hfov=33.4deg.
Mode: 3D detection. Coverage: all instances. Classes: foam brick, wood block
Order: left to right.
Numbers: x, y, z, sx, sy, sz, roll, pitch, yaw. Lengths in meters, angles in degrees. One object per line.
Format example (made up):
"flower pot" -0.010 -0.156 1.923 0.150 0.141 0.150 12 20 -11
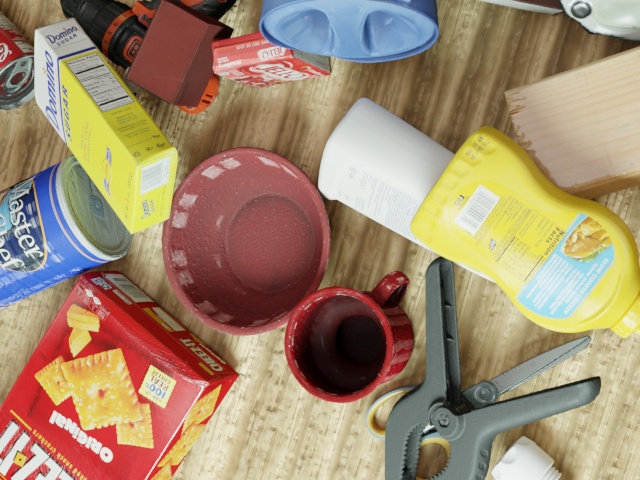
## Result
"foam brick" -0.120 -0.159 0.909 0.051 0.053 0.078 31 103 15
"wood block" 0.254 -0.095 0.792 0.206 0.090 0.091 -16 82 21

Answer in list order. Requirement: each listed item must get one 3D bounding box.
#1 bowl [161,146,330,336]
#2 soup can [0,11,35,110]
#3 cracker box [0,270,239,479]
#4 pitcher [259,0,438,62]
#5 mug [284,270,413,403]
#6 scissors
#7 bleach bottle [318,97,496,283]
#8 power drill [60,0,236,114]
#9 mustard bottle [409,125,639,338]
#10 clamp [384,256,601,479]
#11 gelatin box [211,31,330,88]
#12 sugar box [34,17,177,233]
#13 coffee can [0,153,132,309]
"bowl" -0.056 0.001 0.931 0.162 0.055 0.162 -1 89 24
"soup can" -0.321 -0.185 1.037 0.102 0.068 0.068 47 105 17
"cracker box" -0.200 0.159 0.979 0.164 0.072 0.214 38 103 19
"pitcher" 0.031 -0.267 0.801 0.149 0.144 0.243 -1 80 23
"mug" 0.034 0.074 0.881 0.093 0.081 0.117 36 102 18
"scissors" 0.133 0.146 0.875 0.202 0.016 0.096 -15 85 21
"bleach bottle" 0.119 -0.013 0.851 0.251 0.102 0.068 33 69 10
"power drill" -0.133 -0.235 0.969 0.184 0.057 0.188 38 105 14
"mustard bottle" 0.165 0.009 0.759 0.192 0.058 0.096 37 111 9
"clamp" 0.115 0.139 0.836 0.165 0.036 0.210 34 112 33
"gelatin box" -0.041 -0.155 0.911 0.073 0.089 0.030 -7 86 21
"sugar box" -0.190 -0.100 0.925 0.176 0.048 0.093 48 146 23
"coffee can" -0.261 -0.007 0.990 0.140 0.102 0.103 -22 81 20
